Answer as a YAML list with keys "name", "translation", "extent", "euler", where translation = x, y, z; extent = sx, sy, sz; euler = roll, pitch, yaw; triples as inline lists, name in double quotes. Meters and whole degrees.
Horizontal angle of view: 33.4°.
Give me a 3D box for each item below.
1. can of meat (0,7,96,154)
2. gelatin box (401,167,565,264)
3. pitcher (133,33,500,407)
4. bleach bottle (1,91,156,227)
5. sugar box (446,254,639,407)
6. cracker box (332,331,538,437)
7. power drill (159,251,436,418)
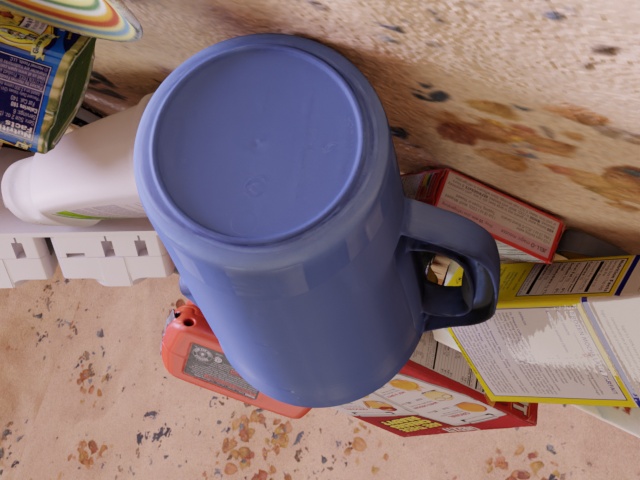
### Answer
- name: "can of meat"
  translation: [-0.161, -0.089, 0.529]
  extent: [0.084, 0.057, 0.102]
  euler: [17, -156, -8]
- name: "gelatin box"
  translation: [0.092, -0.015, 0.653]
  extent: [0.089, 0.030, 0.073]
  euler: [22, 173, -19]
- name: "pitcher"
  translation: [-0.002, -0.001, 0.541]
  extent: [0.145, 0.149, 0.243]
  euler: [52, 173, 19]
- name: "bleach bottle"
  translation: [-0.151, -0.043, 0.725]
  extent: [0.102, 0.068, 0.251]
  euler: [11, 169, -43]
- name: "sugar box"
  translation: [0.165, 0.057, 0.654]
  extent: [0.177, 0.048, 0.093]
  euler: [-7, 125, 43]
- name: "cracker box"
  translation: [0.053, 0.098, 0.892]
  extent: [0.213, 0.072, 0.164]
  euler: [27, 153, -31]
- name: "power drill"
  translation: [-0.018, 0.028, 0.732]
  extent: [0.184, 0.187, 0.057]
  euler: [18, 135, 0]
